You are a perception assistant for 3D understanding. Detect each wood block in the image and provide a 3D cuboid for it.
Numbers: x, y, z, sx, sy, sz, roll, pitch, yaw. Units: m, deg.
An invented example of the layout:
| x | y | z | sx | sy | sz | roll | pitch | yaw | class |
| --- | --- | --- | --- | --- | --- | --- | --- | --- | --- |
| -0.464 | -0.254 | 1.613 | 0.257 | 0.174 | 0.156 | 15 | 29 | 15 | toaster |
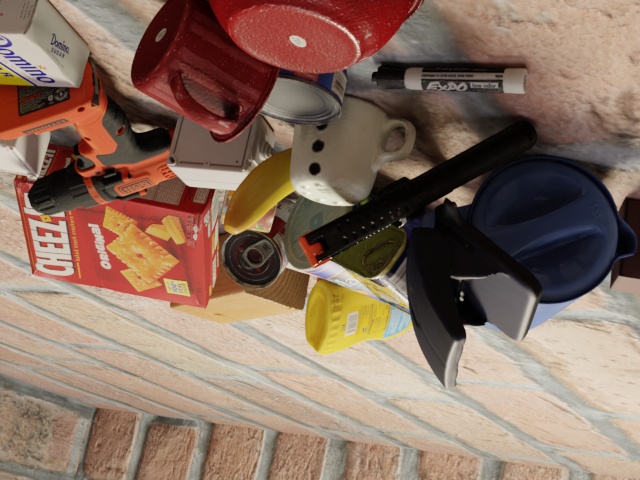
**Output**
| x | y | z | sx | sy | sz | roll | pitch | yaw | class |
| --- | --- | --- | --- | --- | --- | --- | --- | --- | --- |
| -0.105 | 0.048 | 1.386 | 0.090 | 0.090 | 0.207 | 20 | 161 | -29 | wood block |

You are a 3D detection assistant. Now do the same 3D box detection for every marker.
| x | y | z | sx | sy | sz | roll | pitch | yaw | class |
| --- | --- | --- | --- | --- | --- | --- | --- | --- | --- |
| 0.097 | -0.123 | 0.817 | 0.121 | 0.020 | 0.020 | 5 | 162 | 22 | marker |

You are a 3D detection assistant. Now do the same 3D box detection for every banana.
| x | y | z | sx | sy | sz | roll | pitch | yaw | class |
| --- | --- | --- | --- | --- | --- | --- | --- | --- | --- |
| -0.017 | -0.053 | 0.977 | 0.197 | 0.069 | 0.037 | -12 | 173 | -45 | banana |

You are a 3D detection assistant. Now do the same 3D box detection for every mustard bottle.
| x | y | z | sx | sy | sz | roll | pitch | yaw | class |
| --- | --- | --- | --- | --- | --- | --- | --- | --- | --- |
| 0.075 | 0.081 | 1.344 | 0.191 | 0.096 | 0.058 | -9 | -149 | -31 | mustard bottle |

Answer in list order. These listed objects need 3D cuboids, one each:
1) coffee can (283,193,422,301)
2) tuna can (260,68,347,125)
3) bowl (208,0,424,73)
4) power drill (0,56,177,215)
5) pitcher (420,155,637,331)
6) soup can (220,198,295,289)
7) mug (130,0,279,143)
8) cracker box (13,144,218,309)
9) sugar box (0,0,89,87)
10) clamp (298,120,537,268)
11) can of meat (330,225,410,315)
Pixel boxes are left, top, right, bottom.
| x | y | z | sx | sy | sz | roll | pitch | yaw | class |
| --- | --- | --- | --- | --- | --- | --- | --- | --- | --- |
| 0.047 | 0.004 | 1.116 | 0.140 | 0.103 | 0.103 | 23 | 160 | -33 | coffee can |
| -0.022 | -0.126 | 0.863 | 0.086 | 0.033 | 0.086 | 11 | 163 | 3 | tuna can |
| -0.013 | -0.158 | 0.720 | 0.162 | 0.055 | 0.162 | 10 | 163 | 3 | bowl |
| -0.231 | -0.090 | 1.004 | 0.184 | 0.057 | 0.187 | -19 | 156 | 13 | power drill |
| 0.188 | 0.016 | 1.032 | 0.149 | 0.145 | 0.243 | 50 | 172 | 13 | pitcher |
| -0.058 | 0.001 | 1.158 | 0.068 | 0.068 | 0.102 | 7 | -156 | 16 | soup can |
| -0.087 | -0.124 | 0.791 | 0.081 | 0.117 | 0.093 | 27 | 127 | -30 | mug |
| -0.224 | -0.013 | 1.202 | 0.214 | 0.072 | 0.164 | 10 | 138 | 4 | cracker box |
| -0.294 | -0.168 | 0.893 | 0.176 | 0.048 | 0.093 | 7 | 162 | 18 | sugar box |
| 0.077 | -0.037 | 0.903 | 0.209 | 0.036 | 0.165 | -28 | 177 | -31 | clamp |
| 0.067 | 0.026 | 1.009 | 0.083 | 0.057 | 0.102 | 41 | 171 | -31 | can of meat |
